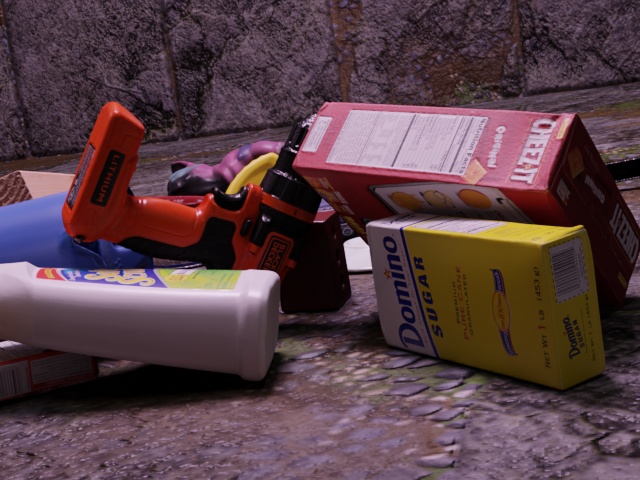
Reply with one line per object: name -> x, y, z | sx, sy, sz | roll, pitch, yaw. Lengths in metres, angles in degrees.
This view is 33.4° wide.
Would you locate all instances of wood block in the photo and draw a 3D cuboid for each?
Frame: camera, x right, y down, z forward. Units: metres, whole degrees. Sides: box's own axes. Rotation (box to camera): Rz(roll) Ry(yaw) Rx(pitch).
wood block -> -0.317, -0.017, 1.172 | 0.090, 0.091, 0.206 | -26, 1, 3

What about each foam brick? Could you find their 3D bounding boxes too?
foam brick -> -0.008, 0.017, 0.917 | 0.051, 0.078, 0.053 | -7, 10, 17

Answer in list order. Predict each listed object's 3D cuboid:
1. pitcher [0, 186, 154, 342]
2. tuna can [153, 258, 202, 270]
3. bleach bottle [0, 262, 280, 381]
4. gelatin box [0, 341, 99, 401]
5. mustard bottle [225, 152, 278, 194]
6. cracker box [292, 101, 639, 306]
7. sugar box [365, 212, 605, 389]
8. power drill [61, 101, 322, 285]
pitcher -> -0.269, 0.035, 0.927 | 0.243, 0.149, 0.145 | -10, 31, 8
tuna can -> -0.152, 0.008, 1.201 | 0.086, 0.034, 0.086 | -8, 10, 1
bleach bottle -> -0.158, 0.050, 0.758 | 0.251, 0.068, 0.102 | 4, 10, 4
gelatin box -> -0.219, 0.093, 0.796 | 0.089, 0.030, 0.073 | -11, 10, -28
mustard bottle -> -0.086, -0.042, 1.262 | 0.096, 0.058, 0.192 | -53, 5, -12
cracker box -> 0.111, -0.031, 0.798 | 0.214, 0.072, 0.164 | 8, -24, 38
sugar box -> 0.101, 0.034, 0.697 | 0.048, 0.093, 0.177 | -17, 12, -34
power drill -> -0.091, -0.038, 0.828 | 0.187, 0.184, 0.057 | 22, 3, -22
